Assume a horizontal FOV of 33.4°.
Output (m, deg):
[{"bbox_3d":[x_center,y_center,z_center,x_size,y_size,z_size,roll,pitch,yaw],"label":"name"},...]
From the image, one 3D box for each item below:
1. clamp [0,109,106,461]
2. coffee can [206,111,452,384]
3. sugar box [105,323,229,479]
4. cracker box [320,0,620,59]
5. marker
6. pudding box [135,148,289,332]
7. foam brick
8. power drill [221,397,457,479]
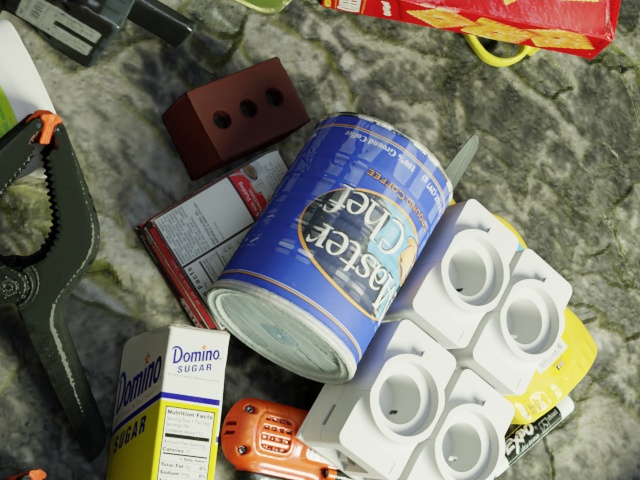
[{"bbox_3d":[-0.175,0.030,0.622,0.164,0.036,0.210,21,93,-26],"label":"clamp"},{"bbox_3d":[0.007,0.005,0.674,0.102,0.103,0.140,38,67,-16],"label":"coffee can"},{"bbox_3d":[-0.098,0.143,0.638,0.048,0.093,0.176,10,74,-26],"label":"sugar box"},{"bbox_3d":[0.120,-0.238,0.786,0.213,0.072,0.164,11,87,-1],"label":"cracker box"},{"bbox_3d":[0.147,0.155,0.807,0.121,0.020,0.020,-33,95,-29],"label":"marker"},{"bbox_3d":[-0.055,0.001,0.724,0.113,0.039,0.090,-33,97,-27],"label":"pudding box"},{"bbox_3d":[-0.059,-0.084,0.732,0.078,0.051,0.053,-28,92,-29],"label":"foam brick"},{"bbox_3d":[0.008,0.209,0.702,0.184,0.057,0.187,18,69,-23],"label":"power drill"}]
